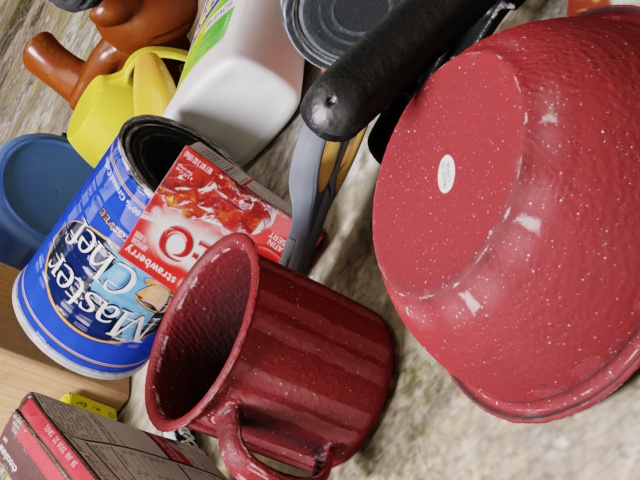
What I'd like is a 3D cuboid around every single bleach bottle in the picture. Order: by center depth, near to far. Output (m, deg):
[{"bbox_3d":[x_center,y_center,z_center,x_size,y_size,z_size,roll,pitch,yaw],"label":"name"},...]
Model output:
[{"bbox_3d":[-0.048,-0.173,0.762,0.103,0.068,0.250,-40,32,40],"label":"bleach bottle"}]

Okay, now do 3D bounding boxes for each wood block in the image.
[{"bbox_3d":[-0.242,0.070,0.732,0.090,0.205,0.091,-50,29,26],"label":"wood block"}]

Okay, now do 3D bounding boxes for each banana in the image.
[{"bbox_3d":[-0.125,-0.030,0.755,0.037,0.070,0.198,-25,-43,-64],"label":"banana"}]

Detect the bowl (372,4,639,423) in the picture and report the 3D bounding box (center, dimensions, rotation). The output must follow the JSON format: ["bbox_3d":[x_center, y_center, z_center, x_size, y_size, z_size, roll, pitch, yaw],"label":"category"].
[{"bbox_3d":[0.066,-0.017,0.391,0.162,0.055,0.162,-39,43,49],"label":"bowl"}]

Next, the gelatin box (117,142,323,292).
[{"bbox_3d":[-0.054,0.001,0.584,0.073,0.089,0.030,-56,-2,13],"label":"gelatin box"}]

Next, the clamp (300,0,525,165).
[{"bbox_3d":[0.074,-0.113,0.463,0.210,0.036,0.164,-50,-9,1],"label":"clamp"}]

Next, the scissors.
[{"bbox_3d":[-0.014,0.002,0.519,0.096,0.016,0.202,5,-72,-78],"label":"scissors"}]

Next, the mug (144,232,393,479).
[{"bbox_3d":[-0.020,0.062,0.473,0.093,0.081,0.117,-48,30,28],"label":"mug"}]

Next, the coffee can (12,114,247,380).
[{"bbox_3d":[-0.118,0.006,0.679,0.140,0.102,0.103,-49,30,27],"label":"coffee can"}]

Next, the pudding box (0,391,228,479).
[{"bbox_3d":[-0.080,0.117,0.481,0.090,0.113,0.039,32,93,50],"label":"pudding box"}]

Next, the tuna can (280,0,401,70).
[{"bbox_3d":[0.021,-0.131,0.569,0.086,0.086,0.034,-45,33,33],"label":"tuna can"}]

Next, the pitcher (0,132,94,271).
[{"bbox_3d":[-0.266,0.005,0.885,0.243,0.149,0.145,-39,33,46],"label":"pitcher"}]
